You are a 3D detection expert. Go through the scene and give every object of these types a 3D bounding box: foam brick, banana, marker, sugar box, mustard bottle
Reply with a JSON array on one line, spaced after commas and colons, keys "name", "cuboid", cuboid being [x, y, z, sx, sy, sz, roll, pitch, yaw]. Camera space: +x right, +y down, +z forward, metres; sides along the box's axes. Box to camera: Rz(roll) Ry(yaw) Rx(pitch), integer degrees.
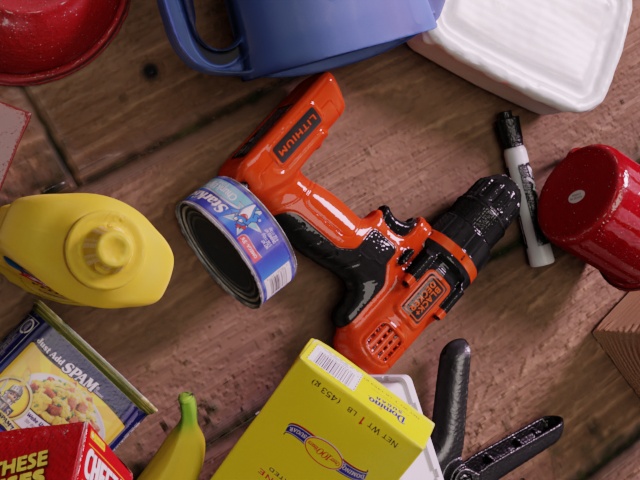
[{"name": "foam brick", "cuboid": [-0.217, -0.048, 0.649, 0.053, 0.051, 0.078, 23, 80, -19]}, {"name": "banana", "cuboid": [-0.137, 0.183, 0.675, 0.197, 0.037, 0.069, -46, 120, -13]}, {"name": "marker", "cuboid": [0.155, -0.040, 0.814, 0.020, 0.020, 0.121, -16, 94, -22]}, {"name": "sugar box", "cuboid": [-0.018, 0.156, 0.664, 0.093, 0.048, 0.176, 36, 108, 5]}, {"name": "mustard bottle", "cuboid": [-0.135, 0.007, 0.604, 0.096, 0.192, 0.058, 24, 79, -19]}]

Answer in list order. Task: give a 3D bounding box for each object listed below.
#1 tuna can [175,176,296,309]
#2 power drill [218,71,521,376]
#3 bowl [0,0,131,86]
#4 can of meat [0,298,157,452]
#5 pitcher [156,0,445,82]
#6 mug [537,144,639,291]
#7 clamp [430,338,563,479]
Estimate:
[{"name": "tuna can", "cuboid": [-0.055, 0.001, 0.694, 0.033, 0.086, 0.086, -39, 102, -21]}, {"name": "power drill", "cuboid": [0.037, -0.025, 0.746, 0.187, 0.057, 0.184, 46, 73, -14]}, {"name": "bowl", "cuboid": [-0.190, -0.180, 0.663, 0.161, 0.055, 0.162, 1, 88, -21]}, {"name": "can of meat", "cuboid": [-0.167, 0.101, 0.661, 0.102, 0.058, 0.084, 46, 75, -14]}, {"name": "pitcher", "cuboid": [-0.028, -0.225, 0.674, 0.149, 0.145, 0.243, -32, 108, -60]}, {"name": "mug", "cuboid": [0.215, -0.028, 0.800, 0.081, 0.093, 0.117, 27, 37, -30]}, {"name": "clamp", "cuboid": [0.092, 0.159, 0.771, 0.120, 0.039, 0.171, 46, 73, -13]}]
